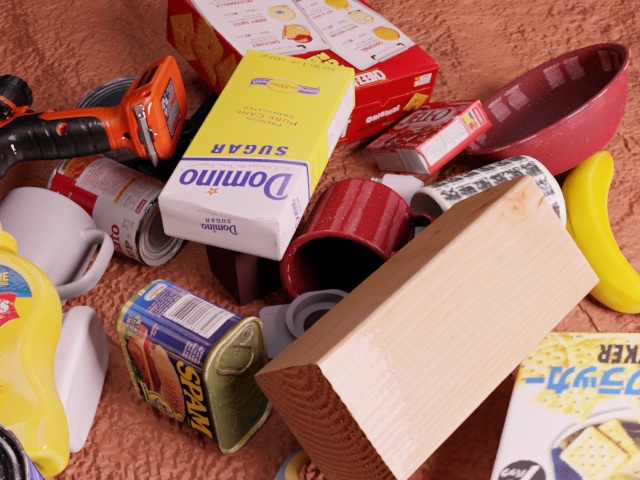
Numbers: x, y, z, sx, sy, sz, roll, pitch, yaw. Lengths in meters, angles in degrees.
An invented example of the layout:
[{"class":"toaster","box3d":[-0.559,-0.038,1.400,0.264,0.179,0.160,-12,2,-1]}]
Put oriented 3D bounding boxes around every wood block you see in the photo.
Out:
[{"class":"wood block","box3d":[0.071,0.056,0.688,0.205,0.091,0.090,-39,8,-29]}]

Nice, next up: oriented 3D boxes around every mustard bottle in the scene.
[{"class":"mustard bottle","box3d":[-0.213,0.064,0.681,0.096,0.058,0.191,-15,56,5]}]

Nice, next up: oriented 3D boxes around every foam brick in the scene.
[{"class":"foam brick","box3d":[-0.055,0.001,0.822,0.053,0.078,0.051,-27,48,-21]}]

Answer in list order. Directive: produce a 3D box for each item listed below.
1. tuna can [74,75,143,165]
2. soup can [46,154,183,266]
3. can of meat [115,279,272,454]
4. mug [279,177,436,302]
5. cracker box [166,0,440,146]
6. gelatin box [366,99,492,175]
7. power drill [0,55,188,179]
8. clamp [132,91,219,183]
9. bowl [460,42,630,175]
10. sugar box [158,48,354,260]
[{"class":"tuna can","box3d":[-0.170,-0.104,0.928,0.086,0.034,0.086,-9,44,9]},{"class":"soup can","box3d":[-0.163,-0.028,0.869,0.102,0.068,0.068,24,49,26]},{"class":"can of meat","box3d":[-0.084,0.082,0.719,0.084,0.102,0.057,23,49,29]},{"class":"mug","box3d":[0.035,0.004,0.797,0.117,0.093,0.081,-14,31,28]},{"class":"cracker box","box3d":[-0.022,-0.174,0.989,0.163,0.072,0.214,-20,50,-29]},{"class":"gelatin box","box3d":[0.091,-0.089,0.907,0.073,0.030,0.089,-38,20,-17]},{"class":"power drill","box3d":[-0.205,-0.098,0.856,0.188,0.057,0.184,-10,31,7]},{"class":"clamp","box3d":[-0.116,-0.092,0.958,0.164,0.036,0.210,-18,41,-14]},{"class":"bowl","box3d":[0.196,-0.100,0.898,0.162,0.055,0.162,-30,19,11]},{"class":"sugar box","box3d":[-0.043,-0.069,0.800,0.093,0.048,0.176,12,47,14]}]
